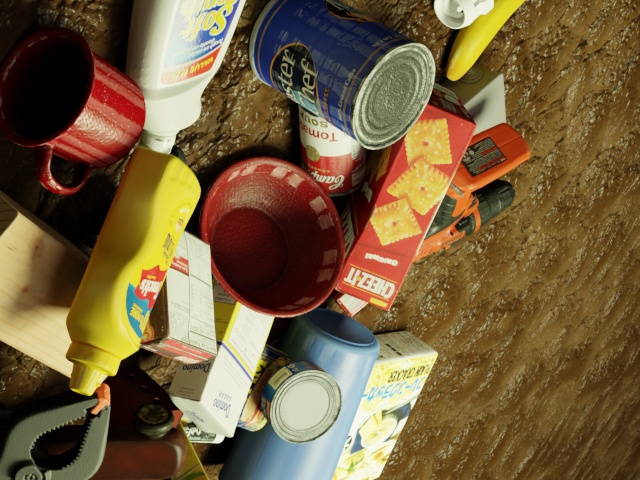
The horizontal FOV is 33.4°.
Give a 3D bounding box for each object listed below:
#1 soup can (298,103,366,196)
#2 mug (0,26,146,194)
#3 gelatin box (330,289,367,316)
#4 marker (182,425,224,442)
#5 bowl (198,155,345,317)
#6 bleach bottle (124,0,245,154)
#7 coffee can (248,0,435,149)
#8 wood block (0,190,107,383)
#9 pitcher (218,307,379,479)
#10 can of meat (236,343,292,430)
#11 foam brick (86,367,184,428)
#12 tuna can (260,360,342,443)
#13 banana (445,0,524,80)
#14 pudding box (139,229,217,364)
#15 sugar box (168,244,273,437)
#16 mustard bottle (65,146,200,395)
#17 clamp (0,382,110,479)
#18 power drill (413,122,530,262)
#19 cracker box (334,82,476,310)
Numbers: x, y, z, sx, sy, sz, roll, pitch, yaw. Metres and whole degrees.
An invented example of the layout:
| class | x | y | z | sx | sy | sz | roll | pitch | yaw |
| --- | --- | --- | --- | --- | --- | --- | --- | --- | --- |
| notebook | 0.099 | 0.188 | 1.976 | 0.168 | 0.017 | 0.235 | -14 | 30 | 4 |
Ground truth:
| class | x | y | z | sx | sy | sz | roll | pitch | yaw |
| --- | --- | --- | --- | --- | --- | --- | --- | --- | --- |
| soup can | 0.013 | -0.105 | 1.077 | 0.068 | 0.069 | 0.102 | -33 | 141 | -29 |
| mug | -0.188 | -0.092 | 0.811 | 0.081 | 0.093 | 0.117 | 30 | 62 | -62 |
| gelatin box | 0.056 | 0.048 | 1.261 | 0.089 | 0.030 | 0.073 | -41 | -175 | -3 |
| marker | -0.150 | 0.214 | 1.182 | 0.120 | 0.020 | 0.020 | 18 | 105 | -56 |
| bowl | -0.057 | 0.001 | 1.054 | 0.161 | 0.162 | 0.055 | -27 | 180 | -35 |
| bleach bottle | -0.104 | -0.185 | 0.866 | 0.102 | 0.068 | 0.251 | -15 | 134 | -43 |
| coffee can | 0.018 | -0.159 | 0.967 | 0.102 | 0.140 | 0.103 | -31 | 141 | -30 |
| wood block | -0.237 | 0.035 | 0.875 | 0.090 | 0.091 | 0.206 | -50 | 147 | -5 |
| pitcher | -0.020 | 0.204 | 1.282 | 0.144 | 0.149 | 0.243 | 10 | 109 | -38 |
| can of meat | -0.085 | 0.155 | 1.179 | 0.083 | 0.058 | 0.102 | 35 | 83 | -54 |
| foam brick | -0.185 | 0.170 | 1.075 | 0.052 | 0.078 | 0.051 | 5 | 115 | -55 |
| tuna can | -0.021 | 0.176 | 1.165 | 0.086 | 0.034 | 0.086 | -7 | 109 | -23 |
| banana | 0.208 | -0.262 | 1.201 | 0.197 | 0.037 | 0.069 | -44 | 142 | -14 |
| pudding box | -0.128 | 0.045 | 0.933 | 0.090 | 0.039 | 0.113 | 38 | 44 | -62 |
| sugar box | -0.094 | 0.100 | 1.090 | 0.093 | 0.048 | 0.176 | 63 | 43 | -53 |
| mustard bottle | -0.153 | 0.029 | 0.838 | 0.096 | 0.058 | 0.191 | 87 | 21 | -71 |
| clamp | -0.269 | 0.201 | 0.952 | 0.164 | 0.036 | 0.210 | 33 | 105 | -24 |
| power drill | 0.179 | -0.058 | 1.255 | 0.184 | 0.057 | 0.188 | -29 | 160 | -24 |
| cracker box | 0.080 | -0.058 | 1.128 | 0.164 | 0.072 | 0.214 | -91 | -155 | -71 |
